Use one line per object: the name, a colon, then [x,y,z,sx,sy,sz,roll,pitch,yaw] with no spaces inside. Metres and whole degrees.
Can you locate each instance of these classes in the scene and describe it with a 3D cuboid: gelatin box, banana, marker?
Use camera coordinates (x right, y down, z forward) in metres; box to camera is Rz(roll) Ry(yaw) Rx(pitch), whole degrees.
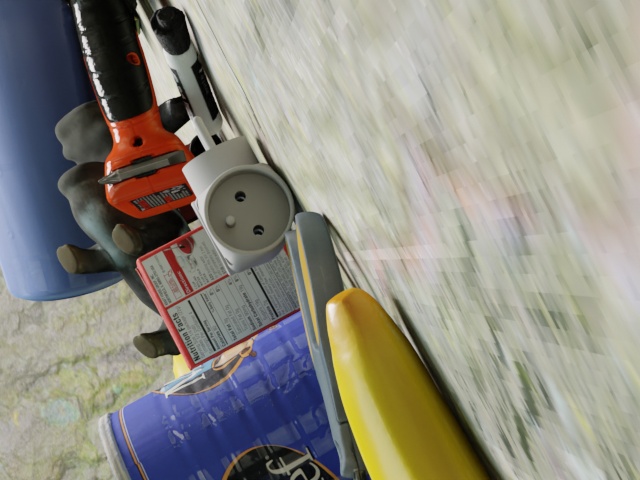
gelatin box: [-0.052,0.025,0.622,0.073,0.089,0.030,60,174,12]
banana: [0.054,0.101,0.347,0.198,0.037,0.070,56,154,37]
marker: [-0.075,-0.094,0.606,0.020,0.020,0.121,59,174,21]

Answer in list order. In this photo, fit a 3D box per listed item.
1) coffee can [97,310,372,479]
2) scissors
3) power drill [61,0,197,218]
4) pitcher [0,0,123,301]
coffee can: [-0.032,0.106,0.567,0.103,0.140,0.103,61,174,10]
scissors: [0.012,0.074,0.440,0.096,0.016,0.202,88,168,-60]
power drill: [-0.125,-0.110,0.666,0.184,0.057,0.187,82,168,-87]
pitcher: [-0.210,-0.081,0.838,0.149,0.144,0.243,-147,45,-69]
